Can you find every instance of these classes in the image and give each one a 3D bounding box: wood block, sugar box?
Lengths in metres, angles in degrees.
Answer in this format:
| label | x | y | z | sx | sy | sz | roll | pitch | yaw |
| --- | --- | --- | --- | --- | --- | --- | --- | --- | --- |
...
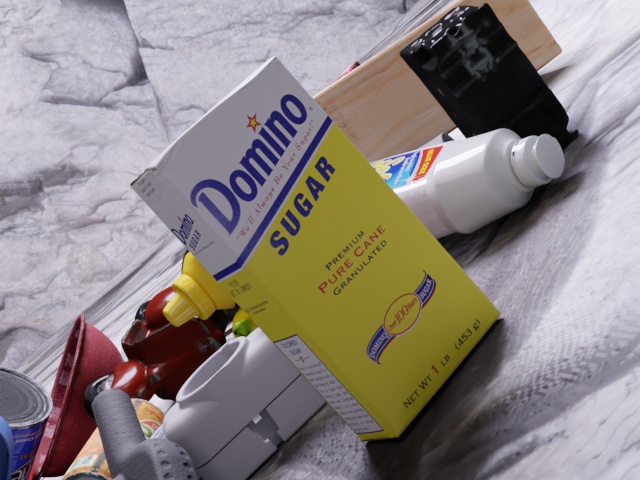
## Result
| label | x | y | z | sx | sy | sz | roll | pitch | yaw |
| --- | --- | --- | --- | --- | --- | --- | --- | --- | --- |
| wood block | 0.093 | -0.134 | 0.934 | 0.206 | 0.090 | 0.091 | -35 | 0 | -12 |
| sugar box | 0.000 | 0.005 | 0.533 | 0.093 | 0.176 | 0.048 | -46 | 10 | -26 |

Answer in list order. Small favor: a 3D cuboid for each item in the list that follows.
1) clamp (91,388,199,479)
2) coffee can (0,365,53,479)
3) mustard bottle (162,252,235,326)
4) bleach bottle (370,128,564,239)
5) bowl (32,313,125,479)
| label | x | y | z | sx | sy | sz | roll | pitch | yaw |
| --- | --- | --- | --- | --- | --- | --- | --- | --- | --- |
| clamp | -0.108 | 0.161 | 0.616 | 0.172 | 0.039 | 0.120 | -167 | 81 | -64 |
| coffee can | -0.312 | 0.198 | 0.969 | 0.102 | 0.103 | 0.140 | -73 | 5 | -72 |
| mustard bottle | -0.056 | 0.001 | 0.890 | 0.191 | 0.058 | 0.096 | -44 | -6 | -18 |
| bleach bottle | 0.061 | -0.029 | 0.741 | 0.251 | 0.068 | 0.102 | -18 | 19 | 46 |
| bowl | -0.219 | 0.152 | 0.992 | 0.162 | 0.055 | 0.162 | -164 | 90 | -74 |
